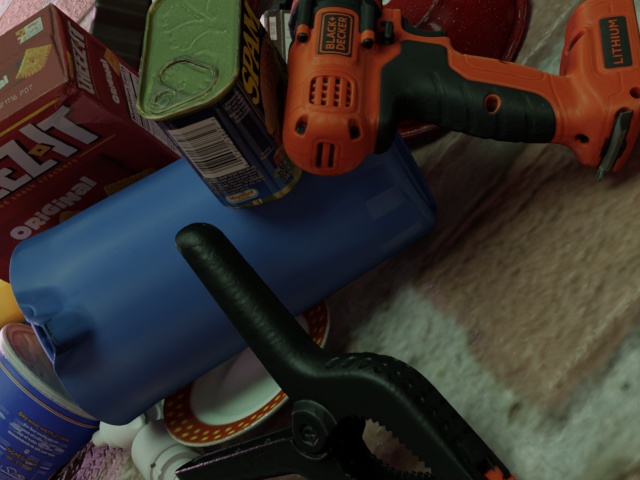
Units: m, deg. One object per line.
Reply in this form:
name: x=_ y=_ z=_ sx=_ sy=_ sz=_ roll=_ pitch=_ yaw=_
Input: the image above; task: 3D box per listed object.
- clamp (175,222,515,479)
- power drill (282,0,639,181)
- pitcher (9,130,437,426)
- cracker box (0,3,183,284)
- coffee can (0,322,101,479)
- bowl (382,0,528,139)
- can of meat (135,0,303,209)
clamp: x=0.000 y=0.081 z=0.543 sx=0.210 sy=0.164 sz=0.036 roll=12 pitch=25 yaw=35
power drill: x=0.075 y=-0.105 z=0.583 sx=0.187 sy=0.057 sz=0.184 roll=4 pitch=53 yaw=2
pitcher: x=-0.054 y=0.001 z=0.665 sx=0.243 sy=0.145 sz=0.149 roll=-29 pitch=42 yaw=10
cracker box: x=-0.169 y=-0.039 z=0.716 sx=0.164 sy=0.213 sz=0.072 roll=-29 pitch=58 yaw=15
coffee can: x=-0.233 y=0.147 z=0.788 sx=0.140 sy=0.102 sz=0.103 roll=-51 pitch=33 yaw=4
bowl: x=0.053 y=-0.149 z=0.716 sx=0.162 sy=0.055 sz=0.162 roll=-16 pitch=57 yaw=26
can of meat: x=-0.050 y=-0.078 z=0.570 sx=0.057 sy=0.084 sz=0.102 roll=-17 pitch=48 yaw=17
